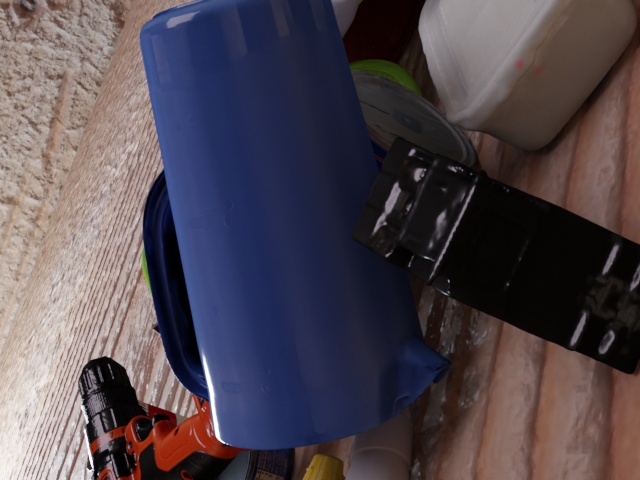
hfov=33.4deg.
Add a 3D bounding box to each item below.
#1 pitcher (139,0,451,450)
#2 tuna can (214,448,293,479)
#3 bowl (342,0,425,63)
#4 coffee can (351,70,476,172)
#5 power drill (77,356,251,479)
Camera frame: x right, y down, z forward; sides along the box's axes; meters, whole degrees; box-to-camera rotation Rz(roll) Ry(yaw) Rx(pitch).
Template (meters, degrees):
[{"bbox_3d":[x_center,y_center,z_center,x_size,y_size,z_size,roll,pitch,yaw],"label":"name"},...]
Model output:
[{"bbox_3d":[-0.031,-0.014,0.607,0.145,0.149,0.243,-152,48,-78],"label":"pitcher"},{"bbox_3d":[-0.054,0.176,0.784,0.086,0.033,0.086,-52,25,36],"label":"tuna can"},{"bbox_3d":[0.033,-0.201,0.940,0.162,0.055,0.162,-53,24,36],"label":"bowl"},{"bbox_3d":[0.022,-0.026,0.707,0.140,0.102,0.103,-56,22,28],"label":"coffee can"},{"bbox_3d":[-0.109,0.126,0.767,0.188,0.057,0.184,-50,53,37],"label":"power drill"}]
